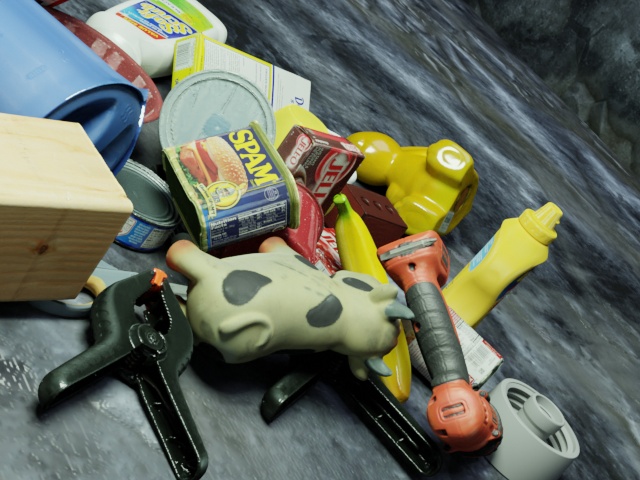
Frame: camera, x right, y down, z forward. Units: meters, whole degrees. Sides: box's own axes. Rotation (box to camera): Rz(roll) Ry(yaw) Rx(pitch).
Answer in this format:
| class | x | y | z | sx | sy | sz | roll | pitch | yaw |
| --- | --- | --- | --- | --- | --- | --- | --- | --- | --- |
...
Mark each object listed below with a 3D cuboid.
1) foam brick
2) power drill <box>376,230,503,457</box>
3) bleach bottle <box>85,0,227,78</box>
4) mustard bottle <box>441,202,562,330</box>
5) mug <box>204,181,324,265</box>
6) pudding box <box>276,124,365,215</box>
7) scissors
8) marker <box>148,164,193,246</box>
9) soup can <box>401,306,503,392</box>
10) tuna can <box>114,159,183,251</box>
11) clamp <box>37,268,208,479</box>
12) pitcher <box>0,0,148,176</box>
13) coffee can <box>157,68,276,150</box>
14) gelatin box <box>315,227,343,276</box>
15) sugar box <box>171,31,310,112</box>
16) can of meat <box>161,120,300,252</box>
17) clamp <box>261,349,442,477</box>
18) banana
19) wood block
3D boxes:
| class | x | y | z | sx | sy | sz | roll | pitch | yaw |
| --- | --- | --- | --- | --- | --- | --- | --- | --- | --- |
| foam brick | 0.048 | -0.021 | 1.183 | 0.078 | 0.051 | 0.053 | 16 | 33 | -47 |
| power drill | 0.111 | 0.096 | 0.931 | 0.184 | 0.057 | 0.188 | 50 | 21 | -68 |
| bleach bottle | -0.188 | -0.215 | 1.161 | 0.102 | 0.068 | 0.250 | 40 | 24 | -3 |
| mustard bottle | 0.175 | 0.035 | 1.090 | 0.058 | 0.192 | 0.096 | 44 | 22 | 8 |
| mug | -0.056 | 0.001 | 0.935 | 0.117 | 0.093 | 0.081 | 6 | 32 | -1 |
| pudding box | -0.019 | -0.055 | 1.054 | 0.089 | 0.114 | 0.039 | 8 | 35 | -54 |
| scissors | -0.158 | 0.020 | 0.810 | 0.096 | 0.016 | 0.201 | 50 | 23 | 18 |
| marker | -0.133 | -0.028 | 0.942 | 0.020 | 0.020 | 0.121 | 23 | 27 | -37 |
| soup can | 0.119 | 0.104 | 1.034 | 0.102 | 0.069 | 0.068 | 44 | 22 | 8 |
| tuna can | -0.158 | -0.031 | 0.885 | 0.086 | 0.034 | 0.086 | 34 | 22 | -16 |
| clamp | -0.130 | 0.075 | 0.711 | 0.120 | 0.039 | 0.171 | 36 | 24 | -33 |
| pitcher | -0.263 | -0.133 | 0.805 | 0.243 | 0.145 | 0.149 | 43 | 9 | 17 |
| coffee can | -0.094 | -0.107 | 0.994 | 0.102 | 0.103 | 0.140 | 37 | 4 | -8 |
| gelatin box | 0.009 | 0.024 | 1.059 | 0.073 | 0.030 | 0.089 | 7 | 39 | -54 |
| sugar box | -0.086 | -0.156 | 1.179 | 0.175 | 0.048 | 0.093 | 18 | 71 | -49 |
| can of meat | -0.075 | -0.044 | 0.872 | 0.083 | 0.057 | 0.102 | -17 | 49 | -17 |
| clamp | 0.006 | 0.101 | 0.895 | 0.164 | 0.036 | 0.210 | 21 | 27 | -30 |
| banana | 0.046 | 0.055 | 0.990 | 0.069 | 0.037 | 0.198 | 8 | 62 | -71 |
| wood block | -0.232 | -0.022 | 0.645 | 0.205 | 0.091 | 0.090 | 3 | 42 | -50 |
